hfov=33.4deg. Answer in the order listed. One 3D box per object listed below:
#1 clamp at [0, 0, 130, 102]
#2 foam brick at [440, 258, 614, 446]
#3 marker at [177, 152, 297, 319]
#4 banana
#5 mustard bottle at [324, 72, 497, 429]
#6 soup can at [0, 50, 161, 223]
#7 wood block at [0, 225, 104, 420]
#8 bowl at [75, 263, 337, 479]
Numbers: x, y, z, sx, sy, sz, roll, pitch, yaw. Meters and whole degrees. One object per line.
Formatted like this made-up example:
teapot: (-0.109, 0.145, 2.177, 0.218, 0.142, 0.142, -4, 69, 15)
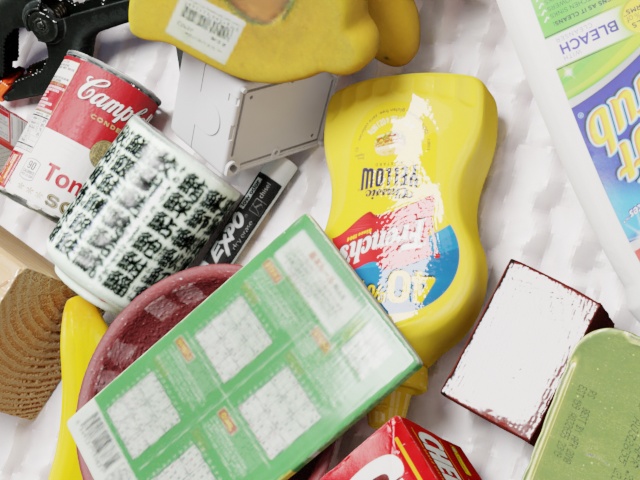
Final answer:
clamp: (-0.168, -0.149, 0.710, 0.120, 0.039, 0.172, 35, 131, -2)
foam brick: (0.106, 0.059, 0.538, 0.051, 0.053, 0.078, 26, 85, 29)
marker: (-0.054, 0.001, 0.648, 0.020, 0.020, 0.121, 32, 86, 29)
banana: (-0.153, 0.133, 0.624, 0.069, 0.037, 0.198, 24, 79, -10)
mustard bottle: (0.043, 0.006, 0.581, 0.096, 0.058, 0.191, -2, 72, 24)
soup can: (-0.156, -0.061, 0.686, 0.069, 0.068, 0.102, 25, 84, 29)
wood block: (-0.251, 0.019, 0.689, 0.206, 0.090, 0.091, 31, 87, 29)
bowl: (-0.054, 0.097, 0.593, 0.162, 0.055, 0.162, -8, 69, 21)
